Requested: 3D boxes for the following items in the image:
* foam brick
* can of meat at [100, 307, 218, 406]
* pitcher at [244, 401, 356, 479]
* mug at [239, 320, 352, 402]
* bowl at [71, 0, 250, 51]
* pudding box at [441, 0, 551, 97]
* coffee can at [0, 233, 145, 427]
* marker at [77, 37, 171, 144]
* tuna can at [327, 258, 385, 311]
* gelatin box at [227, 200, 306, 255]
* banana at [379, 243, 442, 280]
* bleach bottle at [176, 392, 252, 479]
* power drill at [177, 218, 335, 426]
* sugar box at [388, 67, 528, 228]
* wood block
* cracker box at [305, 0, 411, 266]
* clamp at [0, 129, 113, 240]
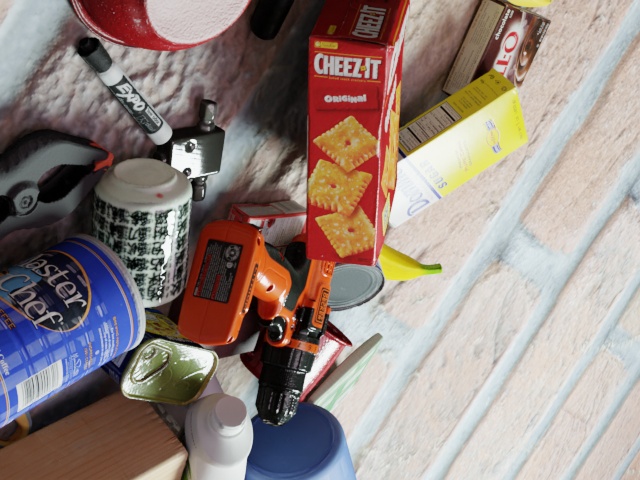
[{"bbox_3d":[-0.100,0.076,1.006,0.078,0.051,0.053,-7,123,-46],"label":"foam brick"},{"bbox_3d":[-0.154,0.095,0.930,0.101,0.084,0.057,22,100,-54],"label":"can of meat"},{"bbox_3d":[-0.015,0.289,1.080,0.144,0.149,0.243,-30,132,-24],"label":"pitcher"},{"bbox_3d":[-0.035,0.105,1.077,0.117,0.093,0.081,35,94,-40],"label":"mug"},{"bbox_3d":[-0.098,-0.194,0.768,0.162,0.055,0.162,-26,144,-21],"label":"bowl"},{"bbox_3d":[0.187,-0.196,1.137,0.089,0.039,0.113,2,115,-49],"label":"pudding box"},{"bbox_3d":[-0.218,0.069,0.806,0.140,0.103,0.103,-32,138,-41],"label":"coffee can"},{"bbox_3d":[-0.151,-0.116,0.826,0.020,0.020,0.121,-49,143,-10],"label":"marker"},{"bbox_3d":[0.021,0.036,1.096,0.086,0.034,0.086,-9,145,-7],"label":"tuna can"},{"bbox_3d":[-0.057,0.001,1.016,0.089,0.030,0.073,-7,123,-48],"label":"gelatin box"},{"bbox_3d":[0.053,-0.001,1.120,0.070,0.037,0.197,-31,141,20],"label":"banana"},{"bbox_3d":[-0.106,0.220,0.995,0.068,0.102,0.251,-6,149,-22],"label":"bleach bottle"},{"bbox_3d":[-0.053,0.068,0.945,0.187,0.057,0.184,30,70,-64],"label":"power drill"},{"bbox_3d":[0.127,-0.094,1.105,0.176,0.048,0.093,-35,141,-5],"label":"sugar box"},{"bbox_3d":[-0.229,0.220,0.922,0.205,0.091,0.090,-24,148,-36],"label":"wood block"},{"bbox_3d":[0.034,-0.111,0.931,0.164,0.072,0.214,-74,169,-53],"label":"cracker box"},{"bbox_3d":[-0.232,-0.026,0.788,0.171,0.039,0.120,-20,141,-40],"label":"clamp"}]
